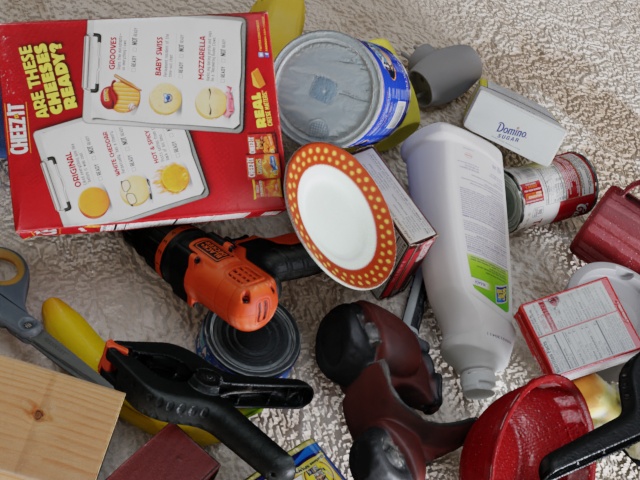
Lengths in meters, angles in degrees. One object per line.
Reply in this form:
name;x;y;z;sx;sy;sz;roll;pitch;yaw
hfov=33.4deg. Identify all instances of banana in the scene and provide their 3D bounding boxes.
banana;-0.145;0.113;0.844;0.198;0.037;0.069;28;31;0

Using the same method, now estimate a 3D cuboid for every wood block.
wood block;-0.254;0.132;0.750;0.206;0.090;0.090;19;49;-6

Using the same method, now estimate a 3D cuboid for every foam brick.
foam brick;-0.121;0.183;0.786;0.051;0.053;0.078;41;52;12

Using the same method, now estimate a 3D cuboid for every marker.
marker;0.091;0.049;0.989;0.020;0.020;0.121;23;50;-3

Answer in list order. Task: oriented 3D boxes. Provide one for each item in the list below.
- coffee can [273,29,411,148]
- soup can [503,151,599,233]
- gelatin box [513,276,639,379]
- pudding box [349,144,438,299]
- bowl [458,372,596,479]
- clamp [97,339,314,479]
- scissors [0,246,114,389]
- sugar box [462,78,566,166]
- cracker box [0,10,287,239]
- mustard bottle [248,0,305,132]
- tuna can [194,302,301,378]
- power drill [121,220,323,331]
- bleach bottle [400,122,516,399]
coffee can;0.020;-0.135;0.972;0.103;0.103;0.140;37;14;8
soup can;0.221;-0.049;1.081;0.102;0.069;0.068;-13;60;-28
gelatin box;0.225;0.080;0.935;0.089;0.030;0.073;-18;63;-9
pudding box;0.051;-0.016;0.977;0.039;0.090;0.113;-21;64;-32
bowl;0.160;0.185;0.859;0.161;0.055;0.162;-1;91;-48
clamp;-0.085;0.123;0.797;0.171;0.039;0.120;16;19;-9
scissors;-0.223;0.056;0.836;0.202;0.016;0.096;20;40;15
sugar box;0.194;-0.122;1.083;0.093;0.048;0.176;26;17;3
cracker box;-0.141;-0.092;0.856;0.213;0.072;0.164;-6;85;-12
mustard bottle;-0.057;-0.151;1.034;0.058;0.096;0.191;21;50;-15
tuna can;-0.060;0.086;0.894;0.086;0.034;0.086;10;52;-13
power drill;-0.056;0.001;0.926;0.187;0.057;0.185;-21;40;-37
bleach bottle;0.130;0.021;0.980;0.102;0.068;0.251;19;56;-33
